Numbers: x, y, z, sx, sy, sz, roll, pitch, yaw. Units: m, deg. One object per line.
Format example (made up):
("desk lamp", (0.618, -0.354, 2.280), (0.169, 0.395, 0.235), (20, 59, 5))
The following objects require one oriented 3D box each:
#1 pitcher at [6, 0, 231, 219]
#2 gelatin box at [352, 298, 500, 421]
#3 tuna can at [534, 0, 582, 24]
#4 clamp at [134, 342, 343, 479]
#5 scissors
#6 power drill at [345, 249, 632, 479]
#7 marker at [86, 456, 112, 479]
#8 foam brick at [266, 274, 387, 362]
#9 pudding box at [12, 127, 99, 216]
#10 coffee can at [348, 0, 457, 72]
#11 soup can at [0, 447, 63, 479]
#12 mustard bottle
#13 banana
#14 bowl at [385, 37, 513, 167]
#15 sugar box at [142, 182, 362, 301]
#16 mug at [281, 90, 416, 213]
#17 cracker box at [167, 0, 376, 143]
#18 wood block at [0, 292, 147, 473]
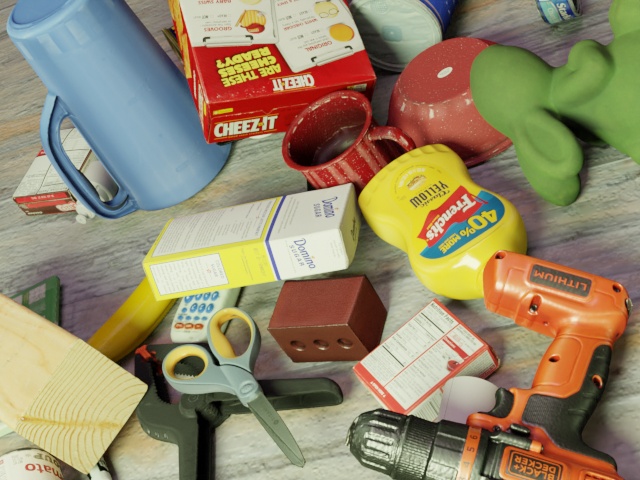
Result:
("pitcher", (-0.211, -0.147, 1.081), (0.145, 0.242, 0.149), (-17, 42, 21))
("gelatin box", (0.080, 0.096, 0.815), (0.089, 0.030, 0.073), (-39, 39, -7))
("tuna can", (0.223, -0.252, 1.025), (0.034, 0.086, 0.086), (-13, 44, 24))
("clamp", (-0.086, 0.134, 0.880), (0.164, 0.036, 0.210), (-40, 41, -8))
("scissors", (-0.074, 0.124, 0.839), (0.096, 0.016, 0.202), (-25, 36, 3))
("power drill", (0.126, 0.098, 0.719), (0.184, 0.057, 0.187), (17, 56, 8))
("marker", (-0.192, 0.190, 0.906), (0.020, 0.020, 0.121), (-36, 40, -4))
("foam brick", (0.007, 0.065, 0.876), (0.078, 0.053, 0.051), (-6, 47, 30))
("pudding box", (-0.290, -0.081, 1.227), (0.090, 0.039, 0.113), (-3, 50, 30))
("coffee can", (0.093, -0.258, 1.103), (0.103, 0.102, 0.140), (-2, 49, 32))
("soup can", (-0.235, 0.226, 0.862), (0.068, 0.068, 0.102), (-33, 40, 0))
("mustard bottle", (0.112, -0.005, 0.872), (0.096, 0.058, 0.192), (-32, 40, -6))
("banana", (-0.168, 0.054, 1.013), (0.070, 0.037, 0.197), (21, 63, 43))
("bowl", (0.126, -0.140, 1.001), (0.162, 0.055, 0.162), (-18, 43, 18))
("sugar box", (-0.056, 0.001, 0.926), (0.176, 0.048, 0.093), (-8, 26, 14))
("mug", (0.034, -0.078, 0.970), (0.117, 0.081, 0.093), (-8, 51, 33))
("cracker box", (-0.056, -0.205, 1.049), (0.164, 0.072, 0.214), (-11, 59, -12))
("wood block", (-0.259, 0.113, 0.936), (0.206, 0.090, 0.090), (19, 70, 46))
